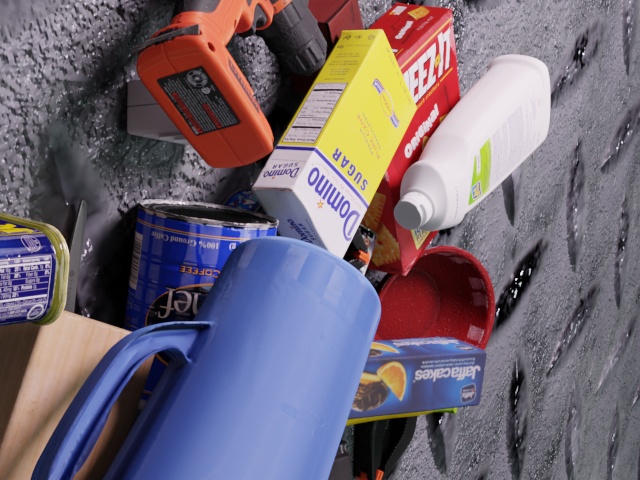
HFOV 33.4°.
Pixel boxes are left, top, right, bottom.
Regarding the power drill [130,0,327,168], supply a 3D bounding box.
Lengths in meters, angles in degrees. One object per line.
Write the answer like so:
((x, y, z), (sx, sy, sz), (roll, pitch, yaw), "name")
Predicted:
((-0.056, -0.141, 0.743), (0.184, 0.057, 0.187), (52, 33, -39), "power drill")

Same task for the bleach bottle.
((0.142, -0.088, 1.022), (0.250, 0.068, 0.102), (-41, 133, -45), "bleach bottle")

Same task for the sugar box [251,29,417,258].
((0.016, -0.075, 0.846), (0.093, 0.048, 0.176), (58, 46, -43), "sugar box")

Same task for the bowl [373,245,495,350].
((0.105, 0.079, 1.122), (0.161, 0.055, 0.162), (-8, 107, -29), "bowl")

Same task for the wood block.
((-0.186, 0.142, 0.645), (0.090, 0.091, 0.206), (24, 80, -48), "wood block")

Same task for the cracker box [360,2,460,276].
((0.079, -0.099, 1.044), (0.164, 0.072, 0.214), (-49, 140, -41), "cracker box")

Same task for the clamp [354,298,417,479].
((0.093, 0.174, 1.207), (0.164, 0.036, 0.210), (21, 84, -51), "clamp")

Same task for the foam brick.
((0.004, -0.167, 0.907), (0.053, 0.051, 0.078), (-53, 143, -37), "foam brick")

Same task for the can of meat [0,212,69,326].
((-0.202, 0.015, 0.573), (0.083, 0.102, 0.057), (-6, 106, -57), "can of meat")

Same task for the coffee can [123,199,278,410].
((-0.090, 0.047, 0.776), (0.102, 0.103, 0.140), (-4, 105, -60), "coffee can")

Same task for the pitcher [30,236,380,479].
((-0.057, 0.114, 0.640), (0.149, 0.145, 0.242), (87, 23, -58), "pitcher")
